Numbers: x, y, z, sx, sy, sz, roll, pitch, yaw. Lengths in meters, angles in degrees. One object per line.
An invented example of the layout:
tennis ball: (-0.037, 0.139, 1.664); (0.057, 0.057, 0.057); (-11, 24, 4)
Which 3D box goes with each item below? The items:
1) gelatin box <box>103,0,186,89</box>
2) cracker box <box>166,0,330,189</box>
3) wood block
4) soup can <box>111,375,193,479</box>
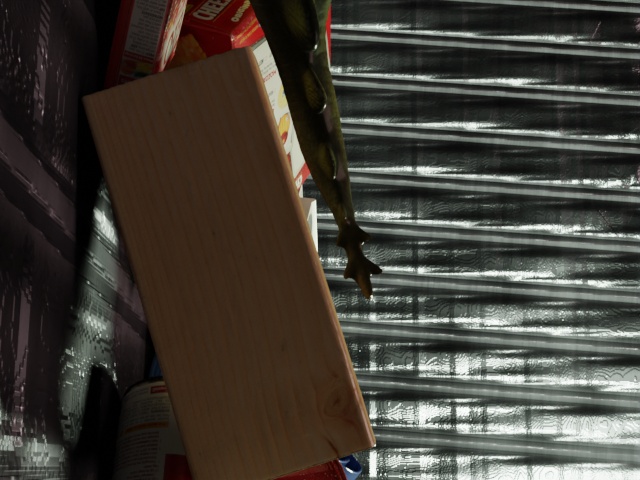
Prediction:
gelatin box: (-0.093, -0.128, 0.602); (0.089, 0.030, 0.073); (-85, -167, -63)
cracker box: (-0.055, -0.119, 0.847); (0.214, 0.072, 0.164); (90, 25, -44)
wood block: (-0.045, 0.017, 0.558); (0.090, 0.091, 0.206); (76, -4, -84)
soup can: (-0.086, 0.137, 0.607); (0.068, 0.068, 0.102); (89, 1, -52)
